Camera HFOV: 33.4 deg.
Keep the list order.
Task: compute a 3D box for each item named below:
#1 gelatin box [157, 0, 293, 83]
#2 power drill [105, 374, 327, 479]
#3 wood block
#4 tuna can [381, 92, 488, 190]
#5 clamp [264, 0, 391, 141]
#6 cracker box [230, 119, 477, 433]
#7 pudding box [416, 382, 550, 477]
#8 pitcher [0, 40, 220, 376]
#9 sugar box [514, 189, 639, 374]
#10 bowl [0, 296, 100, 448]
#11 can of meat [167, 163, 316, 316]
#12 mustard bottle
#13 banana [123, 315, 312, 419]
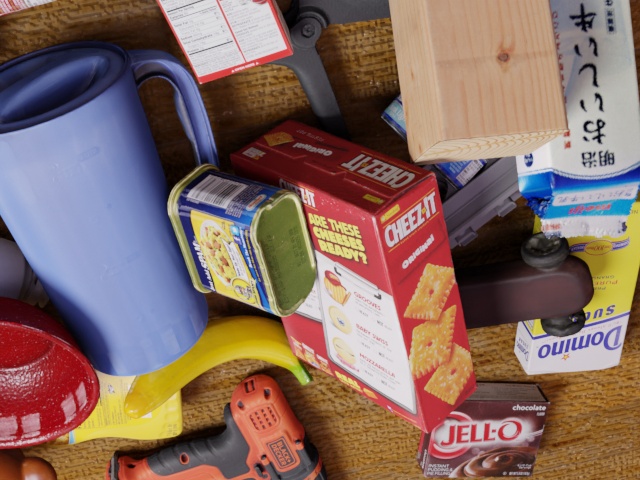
[{"bbox_3d":[-0.067,-0.159,0.746,0.073,0.030,0.089,-17,139,8],"label":"gelatin box"},{"bbox_3d":[-0.091,0.228,0.995,0.187,0.057,0.184,-25,117,0],"label":"power drill"},{"bbox_3d":[0.100,-0.164,0.735,0.090,0.090,0.206,-6,85,-8],"label":"wood block"},{"bbox_3d":[0.087,-0.079,0.820,0.034,0.086,0.086,-46,117,6],"label":"tuna can"},{"bbox_3d":[-0.012,-0.154,0.807,0.209,0.036,0.165,18,115,-22],"label":"clamp"},{"bbox_3d":[0.029,0.026,0.832,0.072,0.164,0.213,-36,130,-27],"label":"cracker box"},{"bbox_3d":[0.154,0.182,1.024,0.113,0.039,0.090,1,118,-11],"label":"pudding box"},{"bbox_3d":[-0.159,-0.021,0.806,0.149,0.144,0.243,2,129,26],"label":"pitcher"},{"bbox_3d":[0.232,0.037,0.955,0.093,0.048,0.176,-4,118,-9],"label":"sugar box"},{"bbox_3d":[-0.247,0.092,0.805,0.162,0.055,0.162,-4,137,-4],"label":"bowl"},{"bbox_3d":[-0.055,0.001,0.787,0.057,0.084,0.102,-43,135,-34],"label":"can of meat"},{"bbox_3d":[-0.216,0.130,0.914,0.191,0.058,0.096,-5,116,-8],"label":"mustard bottle"},{"bbox_3d":[-0.083,0.099,0.898,0.197,0.069,0.037,-5,161,-42],"label":"banana"}]
